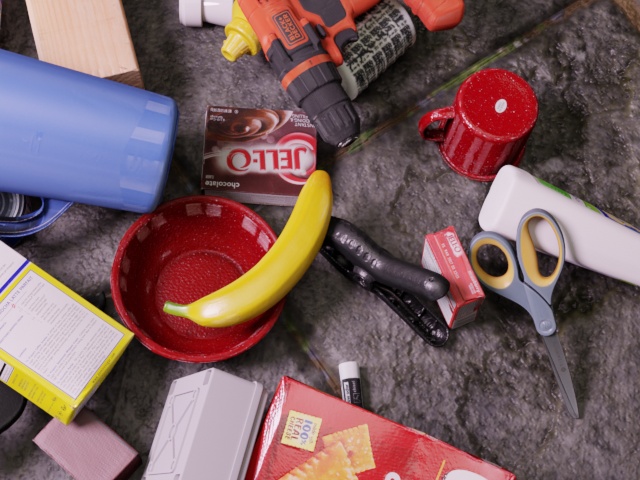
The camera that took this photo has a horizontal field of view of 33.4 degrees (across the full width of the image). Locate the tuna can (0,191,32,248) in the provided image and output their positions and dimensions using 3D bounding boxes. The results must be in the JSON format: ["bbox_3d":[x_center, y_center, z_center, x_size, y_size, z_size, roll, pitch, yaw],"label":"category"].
[{"bbox_3d":[-0.321,-0.030,1.015,0.086,0.034,0.086,1,69,-3],"label":"tuna can"}]

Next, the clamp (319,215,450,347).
[{"bbox_3d":[0.054,0.025,0.978,0.171,0.120,0.039,36,65,13],"label":"clamp"}]

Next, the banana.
[{"bbox_3d":[-0.046,0.017,0.954,0.197,0.037,0.070,-41,80,-17],"label":"banana"}]

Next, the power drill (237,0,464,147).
[{"bbox_3d":[0.039,-0.198,1.004,0.187,0.057,0.184,-29,82,-14],"label":"power drill"}]

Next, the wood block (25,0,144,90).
[{"bbox_3d":[-0.242,-0.227,1.065,0.090,0.090,0.206,-14,71,-8],"label":"wood block"}]

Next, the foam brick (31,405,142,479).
[{"bbox_3d":[-0.202,0.185,0.933,0.078,0.053,0.051,38,72,11],"label":"foam brick"}]

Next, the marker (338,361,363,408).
[{"bbox_3d":[0.032,0.171,0.971,0.020,0.020,0.121,-4,70,-5],"label":"marker"}]

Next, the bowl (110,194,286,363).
[{"bbox_3d":[-0.110,0.041,0.990,0.162,0.055,0.162,1,69,-3],"label":"bowl"}]

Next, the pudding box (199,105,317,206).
[{"bbox_3d":[-0.059,-0.082,1.049,0.113,0.039,0.090,3,70,-3],"label":"pudding box"}]

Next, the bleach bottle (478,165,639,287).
[{"bbox_3d":[0.281,0.008,1.016,0.251,0.102,0.068,23,98,-2],"label":"bleach bottle"}]

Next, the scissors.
[{"bbox_3d":[0.187,0.070,0.980,0.096,0.016,0.202,-1,104,13],"label":"scissors"}]

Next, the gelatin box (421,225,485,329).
[{"bbox_3d":[0.122,0.035,0.989,0.030,0.089,0.073,-20,72,-5],"label":"gelatin box"}]

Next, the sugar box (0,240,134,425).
[{"bbox_3d":[-0.259,0.069,0.913,0.176,0.048,0.093,34,49,-1],"label":"sugar box"}]

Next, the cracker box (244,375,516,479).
[{"bbox_3d":[0.035,0.229,0.904,0.214,0.072,0.164,23,84,5],"label":"cracker box"}]

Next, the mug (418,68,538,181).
[{"bbox_3d":[0.155,-0.117,1.053,0.117,0.081,0.093,0,69,-4],"label":"mug"}]

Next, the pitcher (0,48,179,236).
[{"bbox_3d":[-0.256,-0.089,0.944,0.242,0.149,0.145,12,58,-12],"label":"pitcher"}]

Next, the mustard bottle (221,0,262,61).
[{"bbox_3d":[-0.036,-0.254,1.084,0.058,0.096,0.191,35,71,9],"label":"mustard bottle"}]
